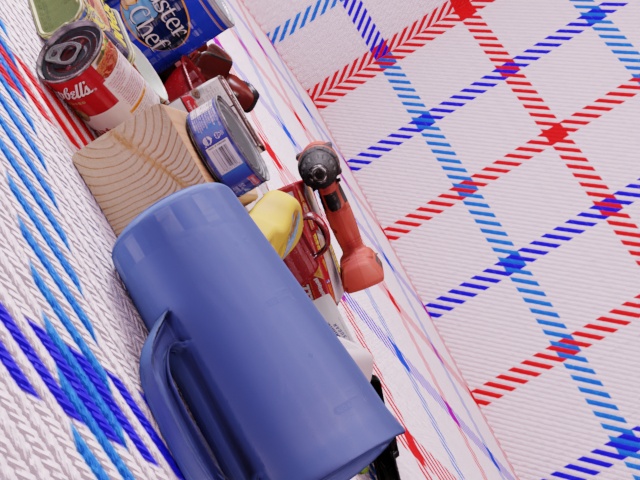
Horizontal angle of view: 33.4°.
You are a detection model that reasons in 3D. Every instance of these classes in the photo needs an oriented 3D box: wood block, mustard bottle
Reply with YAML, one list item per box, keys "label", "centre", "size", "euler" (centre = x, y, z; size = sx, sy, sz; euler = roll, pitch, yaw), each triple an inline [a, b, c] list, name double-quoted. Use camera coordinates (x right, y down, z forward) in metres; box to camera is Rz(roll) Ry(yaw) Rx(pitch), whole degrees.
- label: "wood block"
  centre: [-0.132, -0.056, 0.966]
  size: [0.091, 0.090, 0.206]
  euler: [60, 7, 3]
- label: "mustard bottle"
  centre: [-0.057, 0.001, 1.059]
  size: [0.058, 0.096, 0.191]
  euler: [23, 23, 5]

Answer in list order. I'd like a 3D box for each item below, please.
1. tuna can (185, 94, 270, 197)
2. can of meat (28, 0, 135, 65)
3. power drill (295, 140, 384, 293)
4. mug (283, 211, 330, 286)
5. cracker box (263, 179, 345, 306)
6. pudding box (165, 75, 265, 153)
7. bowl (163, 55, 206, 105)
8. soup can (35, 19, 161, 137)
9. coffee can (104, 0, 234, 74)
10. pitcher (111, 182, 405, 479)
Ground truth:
- label: "tuna can"
  centre: [-0.080, -0.080, 0.916]
  size: [0.086, 0.034, 0.086]
  euler: [58, 8, -13]
- label: "can of meat"
  centre: [-0.235, -0.211, 1.041]
  size: [0.083, 0.057, 0.102]
  euler: [45, 14, -50]
- label: "power drill"
  centre: [0.023, -0.032, 1.331]
  size: [0.184, 0.057, 0.187]
  euler: [-84, 154, -78]
- label: "mug"
  centre: [-0.043, 0.008, 1.215]
  size: [0.081, 0.117, 0.093]
  euler: [61, 15, -22]
- label: "cracker box"
  centre: [-0.028, 0.010, 1.375]
  size: [0.213, 0.072, 0.164]
  euler: [-50, 121, -83]
- label: "pudding box"
  centre: [-0.127, -0.104, 1.100]
  size: [0.090, 0.113, 0.039]
  euler: [60, 5, 4]
- label: "bowl"
  centre: [-0.138, -0.125, 1.204]
  size: [0.162, 0.055, 0.162]
  euler: [63, 5, -10]
- label: "soup can"
  centre: [-0.196, -0.139, 0.955]
  size: [0.102, 0.068, 0.068]
  euler: [51, 11, -50]
- label: "coffee can"
  centre: [-0.183, -0.251, 1.215]
  size: [0.103, 0.140, 0.103]
  euler: [57, 8, -12]
- label: "pitcher"
  centre: [-0.060, 0.083, 0.788]
  size: [0.243, 0.145, 0.149]
  euler: [57, -5, 14]
